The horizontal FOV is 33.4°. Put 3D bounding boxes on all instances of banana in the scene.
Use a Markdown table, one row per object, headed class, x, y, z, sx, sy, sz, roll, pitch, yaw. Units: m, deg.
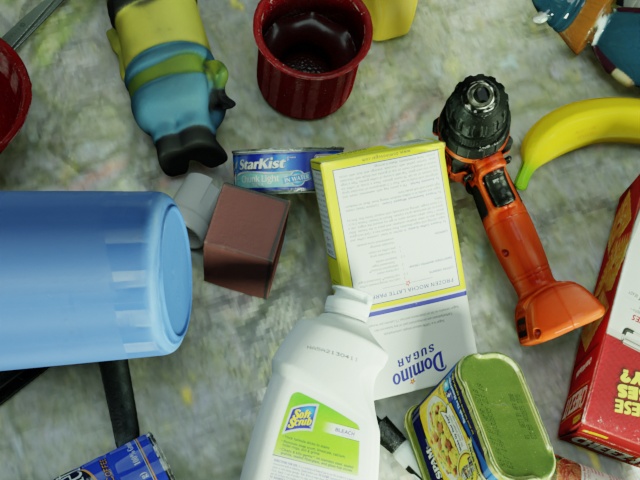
| class | x | y | z | sx | sy | sz | roll | pitch | yaw |
| --- | --- | --- | --- | --- | --- | --- | --- | --- | --- |
| banana | 0.247 | -0.085 | 0.880 | 0.197 | 0.037 | 0.069 | -7 | 91 | -6 |

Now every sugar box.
| class | x | y | z | sx | sy | sz | roll | pitch | yaw |
| --- | --- | --- | --- | --- | --- | --- | --- | --- | --- |
| sugar box | 0.054 | 0.020 | 0.772 | 0.093 | 0.048 | 0.176 | -11 | 101 | -10 |

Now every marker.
| class | x | y | z | sx | sy | sz | roll | pitch | yaw |
| --- | --- | --- | --- | --- | --- | --- | --- | --- | --- |
| marker | 0.080 | 0.171 | 0.767 | 0.020 | 0.020 | 0.121 | -42 | 78 | -19 |

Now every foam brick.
| class | x | y | z | sx | sy | sz | roll | pitch | yaw |
| --- | --- | --- | --- | --- | --- | --- | --- | --- | --- |
| foam brick | -0.055 | 0.001 | 0.791 | 0.051 | 0.078 | 0.053 | 15 | 65 | 1 |

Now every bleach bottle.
| class | x | y | z | sx | sy | sz | roll | pitch | yaw |
| --- | --- | --- | --- | --- | --- | --- | --- | --- | --- |
| bleach bottle | 0.000 | 0.156 | 0.709 | 0.102 | 0.068 | 0.251 | 16 | 80 | -8 |

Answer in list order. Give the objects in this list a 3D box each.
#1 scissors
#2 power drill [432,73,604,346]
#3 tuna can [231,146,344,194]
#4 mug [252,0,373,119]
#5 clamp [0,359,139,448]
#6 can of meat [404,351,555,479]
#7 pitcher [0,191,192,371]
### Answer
| class | x | y | z | sx | sy | sz | roll | pitch | yaw |
| --- | --- | --- | --- | --- | --- | --- | --- | --- | --- |
| scissors | -0.263 | -0.122 | 0.854 | 0.201 | 0.016 | 0.096 | -35 | 77 | -17 |
| power drill | 0.139 | -0.020 | 0.772 | 0.057 | 0.184 | 0.188 | -22 | 80 | 3 |
| tuna can | -0.024 | -0.053 | 0.810 | 0.086 | 0.086 | 0.034 | -3 | 94 | -7 |
| mug | -0.013 | -0.160 | 0.857 | 0.093 | 0.081 | 0.117 | -16 | 71 | -12 |
| clamp | -0.177 | 0.066 | 0.775 | 0.120 | 0.039 | 0.171 | 10 | 64 | -3 |
| can of meat | 0.109 | 0.138 | 0.734 | 0.057 | 0.084 | 0.102 | -1 | 55 | -25 |
| pitcher | -0.213 | 0.021 | 0.721 | 0.243 | 0.145 | 0.149 | -3 | 73 | 5 |
